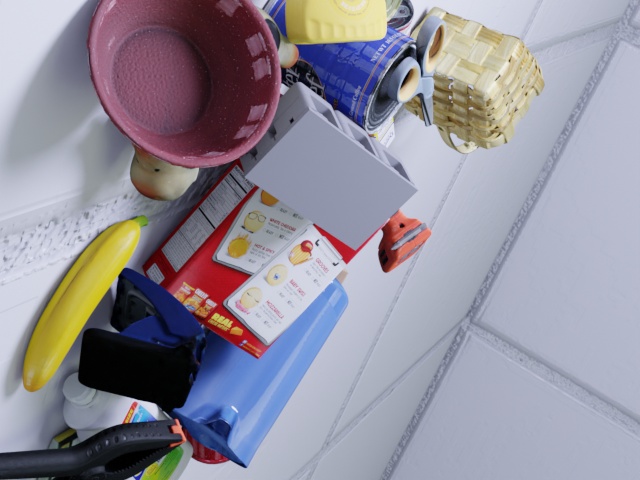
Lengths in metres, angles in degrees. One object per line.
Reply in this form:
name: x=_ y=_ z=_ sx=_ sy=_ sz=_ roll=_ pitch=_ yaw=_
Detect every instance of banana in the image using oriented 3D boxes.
banana: x=-0.219 y=0.054 z=0.986 sx=0.197 sy=0.037 sz=0.069 roll=-56 pitch=163 yaw=-9

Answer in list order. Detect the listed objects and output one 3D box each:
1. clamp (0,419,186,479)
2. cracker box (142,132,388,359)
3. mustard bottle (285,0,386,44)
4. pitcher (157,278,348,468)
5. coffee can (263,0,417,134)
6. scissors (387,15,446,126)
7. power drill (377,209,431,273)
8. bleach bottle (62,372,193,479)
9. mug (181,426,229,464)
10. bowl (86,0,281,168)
clamp: x=-0.243 y=0.237 z=1.101 sx=0.209 sy=0.036 sz=0.165 roll=-15 pitch=147 yaw=-22
cracker box: x=-0.057 y=0.001 z=1.124 sx=0.214 sy=0.072 sz=0.164 roll=-48 pitch=132 yaw=5
mustard bottle: x=0.011 y=-0.273 z=0.948 sx=0.096 sy=0.058 sz=0.192 roll=-10 pitch=103 yaw=-33
pitcher: x=-0.078 y=0.135 z=1.265 sx=0.242 sy=0.149 sz=0.145 roll=-54 pitch=144 yaw=-17
coffee can: x=0.015 y=-0.183 z=1.058 sx=0.102 sy=0.140 sz=0.103 roll=-51 pitch=162 yaw=-24
scissors: x=0.095 y=-0.145 z=1.077 sx=0.096 sy=0.016 sz=0.202 roll=-49 pitch=162 yaw=-23
power drill: x=0.045 y=-0.053 z=1.271 sx=0.057 sy=0.188 sz=0.184 roll=-37 pitch=174 yaw=-11
bleach bottle: x=-0.223 y=0.213 z=1.174 sx=0.102 sy=0.068 sz=0.250 roll=-54 pitch=152 yaw=-17
mug: x=-0.144 y=0.234 z=1.455 sx=0.081 sy=0.093 sz=0.117 roll=96 pitch=-2 yaw=-46
bowl: x=-0.113 y=-0.132 z=0.834 sx=0.162 sy=0.162 sz=0.055 roll=-50 pitch=-161 yaw=-26
